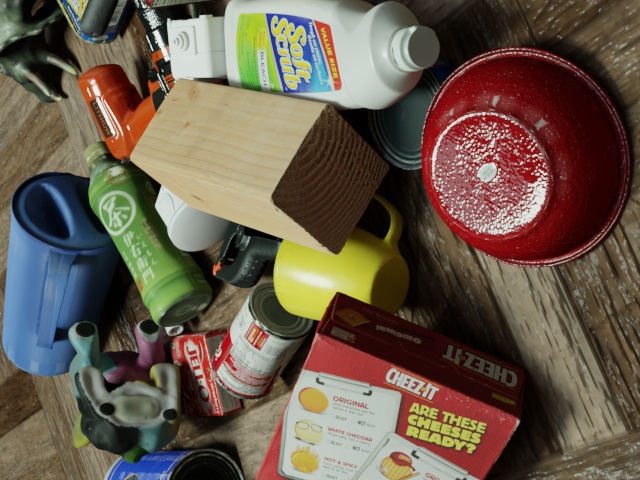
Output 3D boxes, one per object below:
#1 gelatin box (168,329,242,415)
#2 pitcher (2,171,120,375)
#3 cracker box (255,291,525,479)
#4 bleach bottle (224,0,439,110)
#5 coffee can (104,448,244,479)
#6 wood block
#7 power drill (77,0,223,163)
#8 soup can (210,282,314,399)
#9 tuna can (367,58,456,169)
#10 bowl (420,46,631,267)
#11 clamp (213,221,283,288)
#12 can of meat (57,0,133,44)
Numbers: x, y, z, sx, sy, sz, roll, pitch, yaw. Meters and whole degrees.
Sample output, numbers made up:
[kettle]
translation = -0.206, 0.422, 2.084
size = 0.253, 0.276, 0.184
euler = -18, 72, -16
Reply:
[gelatin box]
translation = -0.124, 0.142, 1.142
size = 0.073, 0.030, 0.089
euler = -11, 92, 50
[pitcher]
translation = -0.310, 0.054, 1.255
size = 0.145, 0.149, 0.243
euler = 40, 132, 21
[cracker box]
translation = 0.047, 0.164, 0.860
size = 0.164, 0.072, 0.214
euler = 23, 124, 2
[bleach bottle]
translation = 0.007, -0.154, 0.839
size = 0.251, 0.068, 0.102
euler = 11, 105, 59
[coffee can]
translation = -0.162, 0.280, 1.169
size = 0.141, 0.102, 0.103
euler = -14, 89, 50
[wood block]
translation = -0.056, -0.066, 0.895
size = 0.206, 0.090, 0.090
euler = 18, 73, 48
[power drill]
translation = -0.172, -0.162, 1.069
size = 0.188, 0.057, 0.184
euler = -12, 105, 53
[soup can]
translation = -0.056, 0.096, 1.020
size = 0.068, 0.068, 0.102
euler = 55, 135, 24
[tuna can]
translation = 0.078, -0.100, 0.834
size = 0.086, 0.033, 0.086
euler = 17, 113, 46
[bowl]
translation = 0.129, -0.051, 0.743
size = 0.162, 0.055, 0.162
euler = 13, 113, 32
[clamp]
translation = -0.057, 0.001, 0.995
size = 0.172, 0.039, 0.120
euler = 123, 155, -45
[can of meat]
translation = -0.242, -0.274, 1.144
size = 0.102, 0.057, 0.084
euler = 60, 140, 20
